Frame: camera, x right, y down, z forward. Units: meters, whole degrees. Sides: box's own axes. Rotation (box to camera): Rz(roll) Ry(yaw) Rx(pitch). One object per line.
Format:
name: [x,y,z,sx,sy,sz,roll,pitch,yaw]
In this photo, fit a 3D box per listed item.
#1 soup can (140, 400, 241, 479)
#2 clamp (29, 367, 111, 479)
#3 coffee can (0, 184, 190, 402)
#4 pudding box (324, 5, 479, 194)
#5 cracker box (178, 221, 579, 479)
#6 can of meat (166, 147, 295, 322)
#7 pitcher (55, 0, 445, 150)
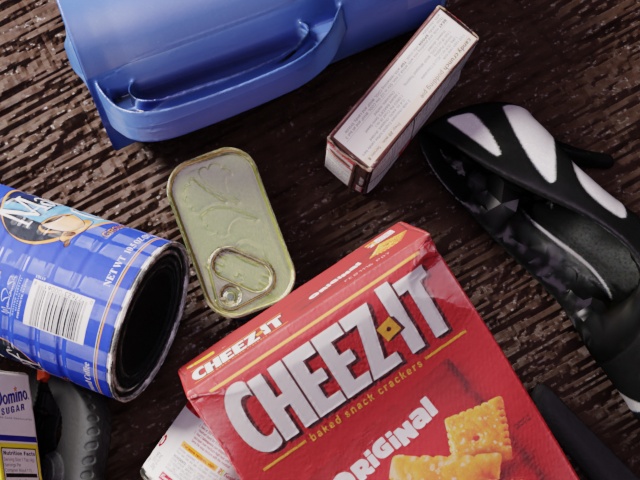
soup can: [-0.058,0.122,0.675,0.068,0.068,0.102,35,84,5]
clamp: [-0.168,0.157,0.667,0.120,0.039,0.171,-29,55,18]
coffee can: [-0.166,0.029,0.660,0.140,0.102,0.103,18,82,12]
pudding box: [0.050,-0.088,0.694,0.039,0.090,0.113,37,84,5]
cracker box: [0.044,0.123,0.623,0.164,0.072,0.213,-34,101,-7]
can of meat: [-0.054,0.001,0.684,0.057,0.084,0.102,-21,82,-4]
pitcher: [-0.043,-0.151,0.682,0.242,0.145,0.149,-20,88,-6]
